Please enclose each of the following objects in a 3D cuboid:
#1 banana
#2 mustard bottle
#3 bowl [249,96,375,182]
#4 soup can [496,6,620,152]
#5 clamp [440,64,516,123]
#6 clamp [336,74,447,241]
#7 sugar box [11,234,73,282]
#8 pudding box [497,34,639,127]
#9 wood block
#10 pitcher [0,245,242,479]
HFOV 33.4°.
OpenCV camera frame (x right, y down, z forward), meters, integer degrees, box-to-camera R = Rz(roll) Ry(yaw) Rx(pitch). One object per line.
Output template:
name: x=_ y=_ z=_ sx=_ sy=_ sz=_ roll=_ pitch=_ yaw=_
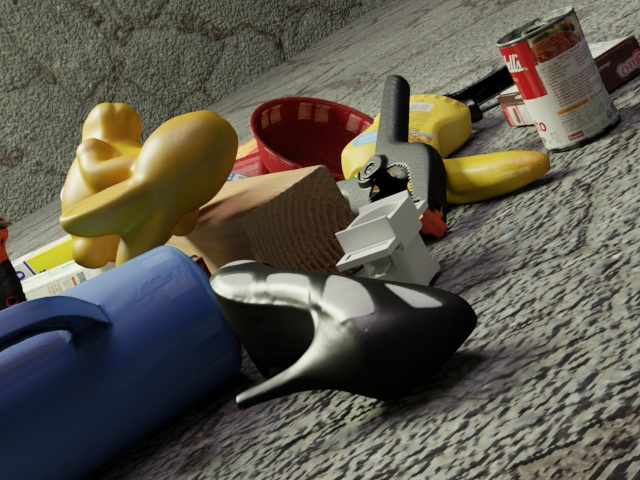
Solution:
banana: x=0.118 y=-0.057 z=0.902 sx=0.069 sy=0.037 sz=0.198 roll=-33 pitch=14 yaw=-12
mustard bottle: x=0.075 y=-0.085 z=1.040 sx=0.096 sy=0.058 sz=0.191 roll=5 pitch=29 yaw=26
bowl: x=-0.001 y=-0.089 z=1.127 sx=0.162 sy=0.055 sz=0.162 roll=11 pitch=34 yaw=-8
soup can: x=0.198 y=-0.133 z=0.884 sx=0.068 sy=0.102 sz=0.068 roll=-27 pitch=13 yaw=7
clamp: x=0.139 y=-0.140 z=1.177 sx=0.172 sy=0.039 sz=0.120 roll=-25 pitch=7 yaw=40
clamp: x=0.057 y=-0.061 z=0.907 sx=0.164 sy=0.036 sz=0.210 roll=-54 pitch=30 yaw=0
sugar box: x=-0.275 y=0.038 z=1.227 sx=0.176 sy=0.093 sz=0.048 roll=-25 pitch=13 yaw=17
pudding box: x=0.238 y=-0.151 z=1.015 sx=0.113 sy=0.039 sz=0.090 roll=-31 pitch=12 yaw=-19
wood block: x=-0.056 y=0.000 z=0.927 sx=0.090 sy=0.090 sz=0.206 roll=-35 pitch=15 yaw=-24
pitcher: x=-0.178 y=0.096 z=0.709 sx=0.242 sy=0.145 sz=0.149 roll=-30 pitch=13 yaw=-21
